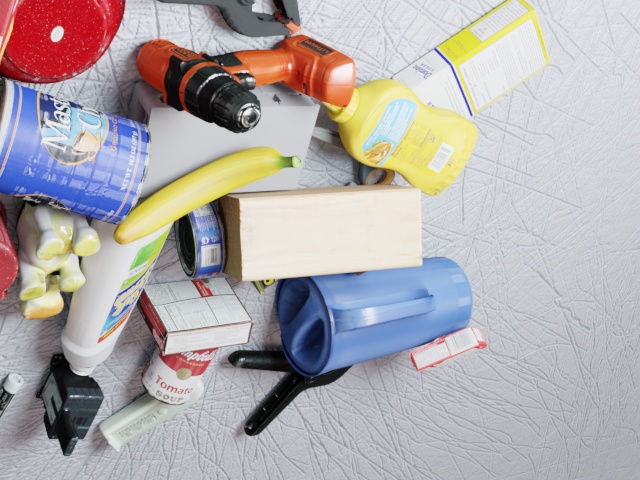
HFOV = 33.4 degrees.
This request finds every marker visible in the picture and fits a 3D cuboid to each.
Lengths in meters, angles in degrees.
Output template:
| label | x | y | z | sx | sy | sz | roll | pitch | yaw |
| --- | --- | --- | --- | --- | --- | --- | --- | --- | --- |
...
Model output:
| label | x | y | z | sx | sy | sz | roll | pitch | yaw |
| --- | --- | --- | --- | --- | --- | --- | --- | --- | --- |
| marker | -0.384 | 0.206 | 1.254 | 0.020 | 0.020 | 0.121 | 16 | 118 | -41 |

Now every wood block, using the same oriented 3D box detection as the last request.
| label | x | y | z | sx | sy | sz | roll | pitch | yaw |
| --- | --- | --- | --- | --- | --- | --- | --- | --- | --- |
| wood block | -0.001 | -0.011 | 1.173 | 0.205 | 0.091 | 0.090 | -4 | 97 | -20 |

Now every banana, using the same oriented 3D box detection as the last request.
| label | x | y | z | sx | sy | sz | roll | pitch | yaw |
| --- | --- | --- | --- | --- | --- | --- | --- | --- | --- |
| banana | -0.118 | -0.052 | 1.067 | 0.197 | 0.070 | 0.037 | -26 | 102 | -6 |

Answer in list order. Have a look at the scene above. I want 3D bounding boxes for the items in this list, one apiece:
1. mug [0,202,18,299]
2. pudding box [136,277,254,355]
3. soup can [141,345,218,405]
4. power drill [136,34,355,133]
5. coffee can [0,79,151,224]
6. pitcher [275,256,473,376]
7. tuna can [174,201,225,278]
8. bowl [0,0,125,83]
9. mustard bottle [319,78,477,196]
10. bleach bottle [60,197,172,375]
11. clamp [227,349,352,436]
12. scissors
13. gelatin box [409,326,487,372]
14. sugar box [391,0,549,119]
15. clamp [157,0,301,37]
| label | x | y | z | sx | sy | sz | roll | pitch | yaw |
| --- | --- | --- | --- | --- | --- | --- | --- | --- | --- |
| mug | -0.345 | 0.016 | 1.062 | 0.093 | 0.082 | 0.117 | -27 | 137 | -9 |
| pudding box | -0.146 | 0.087 | 1.245 | 0.113 | 0.090 | 0.039 | -7 | 130 | -28 |
| soup can | -0.168 | 0.142 | 1.298 | 0.068 | 0.068 | 0.102 | 11 | 121 | -39 |
| power drill | -0.060 | -0.155 | 1.030 | 0.187 | 0.185 | 0.057 | -10 | 122 | -36 |
| coffee can | -0.244 | -0.081 | 1.004 | 0.140 | 0.103 | 0.103 | 16 | 118 | -28 |
| pitcher | 0.078 | 0.087 | 1.353 | 0.242 | 0.149 | 0.145 | -8 | 132 | -31 |
| tuna can | -0.134 | -0.002 | 1.177 | 0.033 | 0.086 | 0.086 | -8 | 131 | -22 |
| bowl | -0.244 | -0.199 | 0.954 | 0.162 | 0.055 | 0.162 | -18 | 135 | -19 |
| mustard bottle | 0.078 | -0.123 | 1.172 | 0.191 | 0.058 | 0.096 | 22 | 109 | -33 |
| bleach bottle | -0.229 | 0.051 | 1.173 | 0.102 | 0.068 | 0.251 | -44 | 163 | -52 |
| clamp | -0.027 | 0.166 | 1.432 | 0.210 | 0.036 | 0.164 | -28 | 138 | -11 |
| scissors | 0.040 | -0.093 | 1.236 | 0.201 | 0.016 | 0.096 | -4 | 136 | -42 |
| gelatin box | 0.165 | 0.140 | 1.376 | 0.089 | 0.030 | 0.073 | -25 | 166 | 14 |
| sugar box | 0.174 | -0.196 | 1.231 | 0.176 | 0.048 | 0.093 | -31 | 137 | 1 |
| clamp | -0.085 | -0.241 | 1.029 | 0.120 | 0.039 | 0.171 | -39 | 138 | 6 |
